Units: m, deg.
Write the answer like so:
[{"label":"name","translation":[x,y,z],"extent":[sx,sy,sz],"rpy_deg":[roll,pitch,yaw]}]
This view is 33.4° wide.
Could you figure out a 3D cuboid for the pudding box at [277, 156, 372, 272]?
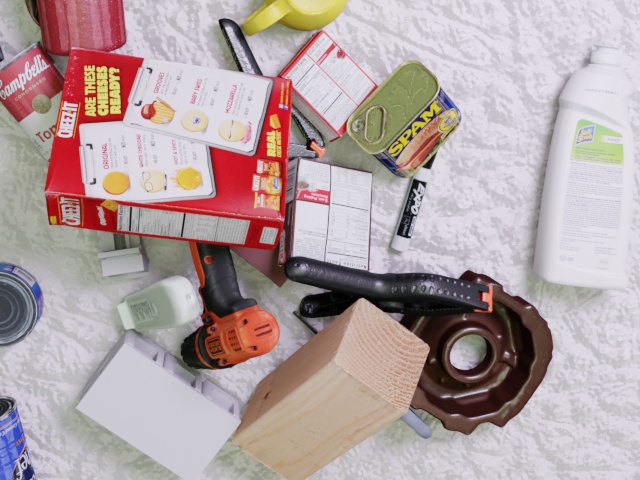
[{"label":"pudding box","translation":[0.006,-0.023,1.095],"extent":[0.089,0.039,0.113],"rpy_deg":[10,76,-24]}]

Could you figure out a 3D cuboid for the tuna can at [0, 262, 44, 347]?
[{"label":"tuna can","translation":[-0.337,0.068,1.121],"extent":[0.086,0.034,0.086],"rpy_deg":[-1,103,-5]}]

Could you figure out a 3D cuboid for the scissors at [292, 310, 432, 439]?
[{"label":"scissors","translation":[0.052,0.150,1.147],"extent":[0.201,0.096,0.016],"rpy_deg":[43,86,-15]}]

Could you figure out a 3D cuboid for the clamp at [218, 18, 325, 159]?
[{"label":"clamp","translation":[-0.064,-0.145,1.094],"extent":[0.171,0.039,0.120],"rpy_deg":[24,99,-16]}]

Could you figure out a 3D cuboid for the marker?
[{"label":"marker","translation":[0.101,-0.047,1.139],"extent":[0.020,0.020,0.121],"rpy_deg":[15,101,-8]}]

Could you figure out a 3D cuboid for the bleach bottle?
[{"label":"bleach bottle","translation":[0.291,-0.078,1.127],"extent":[0.102,0.068,0.251],"rpy_deg":[6,100,-6]}]

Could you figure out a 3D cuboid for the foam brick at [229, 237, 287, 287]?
[{"label":"foam brick","translation":[-0.057,0.001,1.121],"extent":[0.078,0.051,0.053],"rpy_deg":[39,96,-12]}]

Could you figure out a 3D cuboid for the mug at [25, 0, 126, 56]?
[{"label":"mug","translation":[-0.242,-0.228,1.038],"extent":[0.117,0.093,0.081],"rpy_deg":[10,117,27]}]

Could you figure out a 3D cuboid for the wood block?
[{"label":"wood block","translation":[0.007,0.158,1.087],"extent":[0.090,0.090,0.206],"rpy_deg":[36,136,-11]}]

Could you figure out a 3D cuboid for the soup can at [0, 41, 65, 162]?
[{"label":"soup can","translation":[-0.275,-0.137,1.062],"extent":[0.068,0.068,0.102],"rpy_deg":[-35,104,3]}]

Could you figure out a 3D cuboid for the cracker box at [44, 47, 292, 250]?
[{"label":"cracker box","translation":[-0.138,-0.084,1.001],"extent":[0.213,0.072,0.164],"rpy_deg":[6,60,-7]}]

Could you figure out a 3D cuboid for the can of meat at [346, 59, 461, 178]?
[{"label":"can of meat","translation":[0.088,-0.120,1.083],"extent":[0.102,0.083,0.057],"rpy_deg":[-46,59,6]}]

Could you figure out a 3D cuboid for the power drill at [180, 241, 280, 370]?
[{"label":"power drill","translation":[-0.119,0.040,1.087],"extent":[0.057,0.185,0.187],"rpy_deg":[-21,89,-33]}]

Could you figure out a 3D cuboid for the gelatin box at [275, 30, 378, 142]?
[{"label":"gelatin box","translation":[0.006,-0.157,1.086],"extent":[0.089,0.030,0.073],"rpy_deg":[44,68,-13]}]

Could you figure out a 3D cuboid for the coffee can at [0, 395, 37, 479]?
[{"label":"coffee can","translation":[-0.354,0.248,1.125],"extent":[0.103,0.103,0.140],"rpy_deg":[-12,103,-2]}]

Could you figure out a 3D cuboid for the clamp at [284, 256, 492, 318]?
[{"label":"clamp","translation":[0.067,0.056,1.087],"extent":[0.210,0.164,0.036],"rpy_deg":[5,73,-1]}]
